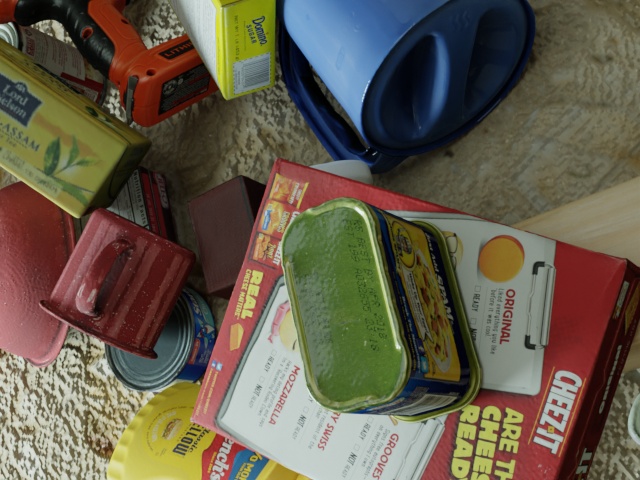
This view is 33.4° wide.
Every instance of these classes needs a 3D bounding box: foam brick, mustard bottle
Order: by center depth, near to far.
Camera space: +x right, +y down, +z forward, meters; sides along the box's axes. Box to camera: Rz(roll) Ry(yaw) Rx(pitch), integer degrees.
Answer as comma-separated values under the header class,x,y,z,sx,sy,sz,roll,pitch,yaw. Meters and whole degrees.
class,x,y,z,sx,sy,sz,roll,pitch,yaw
mustard bottle,-0.052,0.153,0.714,0.192,0.058,0.096,7,45,41
foam brick,-0.055,0.001,0.781,0.051,0.052,0.078,-25,66,24

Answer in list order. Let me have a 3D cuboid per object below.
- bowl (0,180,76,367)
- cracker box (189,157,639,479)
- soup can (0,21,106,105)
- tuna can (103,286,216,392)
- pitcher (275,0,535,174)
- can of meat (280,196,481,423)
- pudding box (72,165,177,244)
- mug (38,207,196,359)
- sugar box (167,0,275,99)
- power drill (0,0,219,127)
class,x,y,z,sx,sy,sz,roll,pitch,yaw
bowl,-0.249,0.022,0.853,0.162,0.055,0.162,-4,85,56
cracker box,0.049,0.062,0.585,0.214,0.072,0.164,19,91,31
soup can,-0.238,-0.140,0.892,0.069,0.102,0.068,-7,76,30
tuna can,-0.122,0.074,0.816,0.086,0.033,0.086,-7,76,30
pitcher,0.019,-0.173,0.738,0.149,0.145,0.243,-35,58,-2
can of meat,0.028,0.034,0.511,0.058,0.083,0.102,-21,72,24
pudding box,-0.169,0.003,0.858,0.114,0.039,0.090,-22,68,23
mug,-0.142,0.027,0.752,0.093,0.117,0.081,26,87,9
sugar box,-0.086,-0.195,0.765,0.048,0.093,0.176,-18,59,-16
power drill,-0.150,-0.184,0.842,0.188,0.184,0.057,41,146,20
